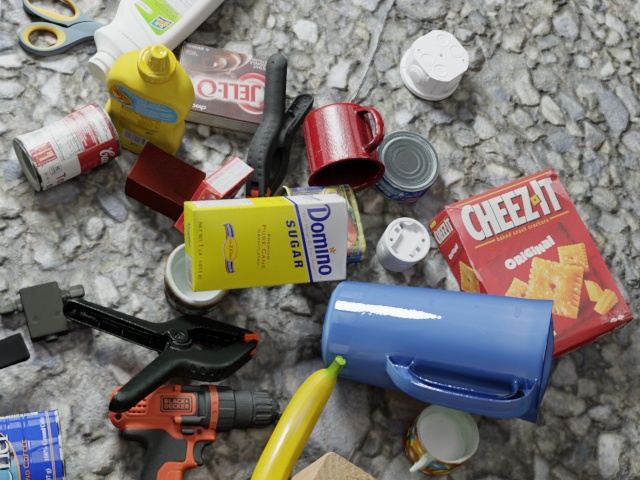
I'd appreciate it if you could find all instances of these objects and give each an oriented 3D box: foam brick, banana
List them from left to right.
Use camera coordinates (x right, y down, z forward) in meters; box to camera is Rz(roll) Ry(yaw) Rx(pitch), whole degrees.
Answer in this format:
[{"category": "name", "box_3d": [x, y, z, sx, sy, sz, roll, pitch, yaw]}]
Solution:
[{"category": "foam brick", "box_3d": [-0.178, -0.065, 1.223, 0.078, 0.051, 0.053, 29, 66, -2]}, {"category": "banana", "box_3d": [-0.034, 0.208, 1.112, 0.037, 0.070, 0.197, 26, 66, 7]}]

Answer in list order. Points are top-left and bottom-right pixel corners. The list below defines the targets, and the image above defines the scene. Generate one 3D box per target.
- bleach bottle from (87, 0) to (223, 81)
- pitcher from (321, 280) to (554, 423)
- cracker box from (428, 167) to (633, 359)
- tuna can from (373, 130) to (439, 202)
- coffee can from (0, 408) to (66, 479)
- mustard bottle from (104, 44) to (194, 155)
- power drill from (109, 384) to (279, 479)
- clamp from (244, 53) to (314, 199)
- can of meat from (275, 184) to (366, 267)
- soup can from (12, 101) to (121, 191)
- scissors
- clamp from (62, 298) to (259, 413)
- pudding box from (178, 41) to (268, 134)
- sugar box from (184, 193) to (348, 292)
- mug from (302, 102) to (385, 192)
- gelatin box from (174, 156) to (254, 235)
[{"category": "bleach bottle", "box_3d": [-0.194, -0.284, 1.284, 0.102, 0.068, 0.250, 39, 61, 1]}, {"category": "pitcher", "box_3d": [0.126, 0.117, 1.151, 0.243, 0.149, 0.145, 8, 73, 13]}, {"category": "cracker box", "box_3d": [0.254, 0.037, 1.286, 0.164, 0.072, 0.214, -20, 76, -20]}, {"category": "tuna can", "box_3d": [0.103, -0.092, 1.316, 0.086, 0.034, 0.086, 5, 69, -13]}, {"category": "coffee can", "box_3d": [-0.324, 0.225, 1.045, 0.140, 0.103, 0.103, -6, 71, -17]}, {"category": "mustard bottle", "box_3d": [-0.189, -0.160, 1.178, 0.096, 0.192, 0.058, 25, 65, -5]}, {"category": "power drill", "box_3d": [-0.130, 0.243, 1.117, 0.184, 0.057, 0.187, 4, 67, -17]}, {"category": "clamp", "box_3d": [-0.055, -0.130, 1.252, 0.039, 0.120, 0.171, 5, 65, 26]}, {"category": "can of meat", "box_3d": [0.000, -0.014, 1.248, 0.083, 0.058, 0.102, -5, 72, -20]}, {"category": "soup can", "box_3d": [-0.285, -0.105, 1.201, 0.102, 0.069, 0.068, -28, 79, -22]}, {"category": "scissors", "box_3d": [-0.272, -0.238, 1.284, 0.201, 0.016, 0.096, 27, 67, -4]}, {"category": "clamp", "box_3d": [-0.165, 0.110, 1.142, 0.209, 0.036, 0.165, -5, 39, -40]}, {"category": "pudding box", "box_3d": [-0.119, -0.183, 1.290, 0.113, 0.039, 0.090, 9, 68, -11]}, {"category": "sugar box", "box_3d": [-0.057, 0.001, 1.155, 0.176, 0.048, 0.093, -4, 106, -18]}, {"category": "mug", "box_3d": [0.031, -0.116, 1.266, 0.093, 0.117, 0.081, 9, 60, -38]}, {"category": "gelatin box", "box_3d": [-0.119, -0.047, 1.200, 0.030, 0.073, 0.089, 39, 32, 2]}]
